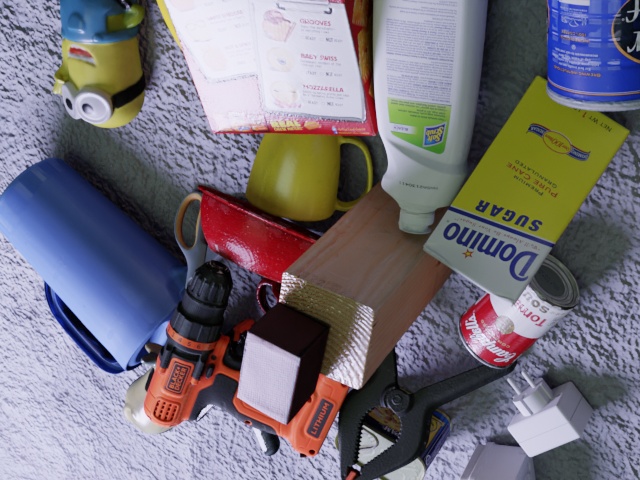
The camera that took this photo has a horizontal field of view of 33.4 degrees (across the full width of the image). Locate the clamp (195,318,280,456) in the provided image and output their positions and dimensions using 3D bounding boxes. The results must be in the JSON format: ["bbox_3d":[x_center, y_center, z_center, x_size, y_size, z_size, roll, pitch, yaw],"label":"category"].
[{"bbox_3d":[-0.104,0.167,1.257,0.120,0.039,0.171,9,114,23],"label":"clamp"}]

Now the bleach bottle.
[{"bbox_3d":[0.085,-0.130,0.919,0.103,0.068,0.251,12,110,24],"label":"bleach bottle"}]

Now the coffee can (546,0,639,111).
[{"bbox_3d":[0.223,-0.182,0.814,0.103,0.102,0.140,8,120,28],"label":"coffee can"}]

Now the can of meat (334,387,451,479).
[{"bbox_3d":[0.079,0.206,1.136,0.102,0.083,0.057,29,128,14],"label":"can of meat"}]

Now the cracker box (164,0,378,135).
[{"bbox_3d":[-0.039,-0.191,0.925,0.164,0.072,0.213,3,137,19],"label":"cracker box"}]

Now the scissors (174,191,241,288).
[{"bbox_3d":[-0.115,0.037,1.127,0.096,0.016,0.202,-14,66,17],"label":"scissors"}]

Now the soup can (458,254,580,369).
[{"bbox_3d":[0.186,0.065,1.001,0.068,0.068,0.102,42,129,4],"label":"soup can"}]

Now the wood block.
[{"bbox_3d":[0.049,0.032,0.976,0.090,0.205,0.091,22,126,20],"label":"wood block"}]

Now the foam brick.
[{"bbox_3d":[-0.032,0.103,0.897,0.051,0.052,0.078,24,126,18],"label":"foam brick"}]

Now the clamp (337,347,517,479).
[{"bbox_3d":[0.073,0.150,1.076,0.165,0.036,0.210,38,90,15],"label":"clamp"}]

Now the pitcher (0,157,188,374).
[{"bbox_3d":[-0.258,0.029,1.216,0.243,0.149,0.145,43,165,8],"label":"pitcher"}]

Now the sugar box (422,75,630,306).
[{"bbox_3d":[0.173,-0.040,0.906,0.093,0.048,0.176,33,92,11],"label":"sugar box"}]

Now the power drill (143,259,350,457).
[{"bbox_3d":[-0.066,0.125,1.057,0.187,0.057,0.185,21,113,-5],"label":"power drill"}]

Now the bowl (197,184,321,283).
[{"bbox_3d":[-0.057,0.001,1.052,0.162,0.162,0.055,25,92,17],"label":"bowl"}]
